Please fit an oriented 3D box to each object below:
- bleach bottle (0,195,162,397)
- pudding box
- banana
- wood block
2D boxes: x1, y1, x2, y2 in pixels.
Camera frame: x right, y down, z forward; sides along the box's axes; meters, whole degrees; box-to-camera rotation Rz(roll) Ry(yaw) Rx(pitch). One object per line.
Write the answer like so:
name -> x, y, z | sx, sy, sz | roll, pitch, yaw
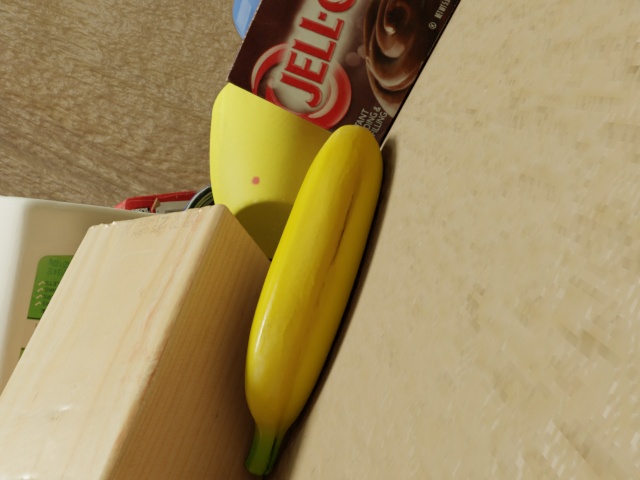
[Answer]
bleach bottle -> -0.142, 0.105, 0.569 | 0.068, 0.102, 0.251 | 6, 90, 52
pudding box -> 0.013, -0.114, 0.558 | 0.039, 0.090, 0.114 | -75, 11, -57
banana -> -0.002, 0.006, 0.490 | 0.070, 0.037, 0.197 | 124, 168, -55
wood block -> -0.086, 0.094, 0.468 | 0.090, 0.090, 0.206 | -8, 45, 31
